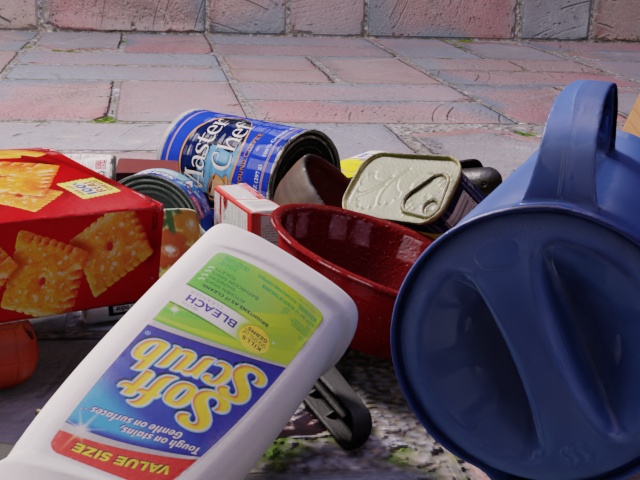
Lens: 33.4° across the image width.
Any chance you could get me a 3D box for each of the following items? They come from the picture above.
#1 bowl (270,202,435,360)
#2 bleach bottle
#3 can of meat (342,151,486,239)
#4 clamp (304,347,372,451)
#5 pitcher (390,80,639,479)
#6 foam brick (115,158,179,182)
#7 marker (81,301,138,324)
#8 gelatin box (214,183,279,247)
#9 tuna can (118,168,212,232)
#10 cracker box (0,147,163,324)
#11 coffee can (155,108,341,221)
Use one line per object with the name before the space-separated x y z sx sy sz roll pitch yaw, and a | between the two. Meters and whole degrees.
bowl | 0.038 0.032 0.679 0.162 0.055 0.162 17 15 -5
bleach bottle | -0.071 0.091 0.481 0.102 0.068 0.250 33 38 2
can of meat | 0.081 -0.018 0.796 0.102 0.057 0.083 8 -25 48
clamp | -0.041 0.062 0.673 0.164 0.036 0.210 11 17 4
pitcher | 0.134 0.006 0.555 0.145 0.149 0.242 49 27 0
foam brick | -0.145 -0.026 0.896 0.053 0.078 0.051 0 15 -7
marker | -0.110 0.044 0.768 0.120 0.020 0.020 -6 18 -26
gelatin box | -0.055 0.001 0.823 0.030 0.073 0.089 -6 18 -23
tuna can | -0.129 -0.013 0.841 0.086 0.086 0.033 6 16 13
cracker box | -0.228 -0.006 0.644 0.213 0.072 0.164 -7 21 -40
coffee can | -0.067 -0.061 0.979 0.141 0.103 0.102 15 21 36
